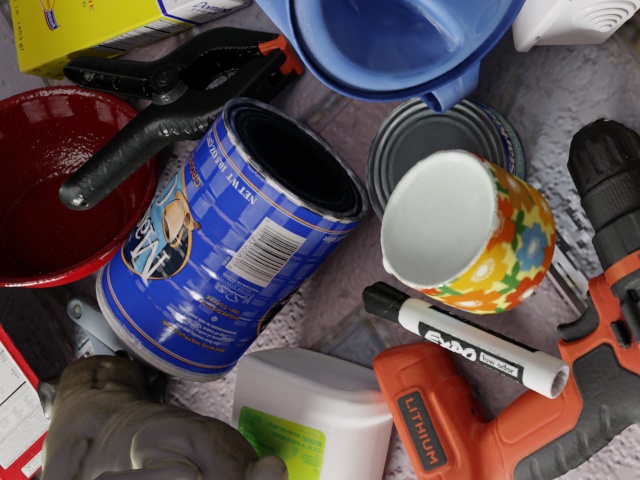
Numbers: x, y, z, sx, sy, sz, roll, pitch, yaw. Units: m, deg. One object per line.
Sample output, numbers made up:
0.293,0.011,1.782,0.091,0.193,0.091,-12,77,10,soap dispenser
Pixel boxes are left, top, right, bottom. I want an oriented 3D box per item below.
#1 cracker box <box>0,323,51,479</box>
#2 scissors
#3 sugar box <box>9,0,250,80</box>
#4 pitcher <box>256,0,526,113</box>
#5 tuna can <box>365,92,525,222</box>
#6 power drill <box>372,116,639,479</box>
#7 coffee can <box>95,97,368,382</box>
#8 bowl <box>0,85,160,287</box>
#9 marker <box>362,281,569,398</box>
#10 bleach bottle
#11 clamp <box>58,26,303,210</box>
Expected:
-0.275,0.064,0.726,0.164,0.213,0.072,31,64,29,cracker box
-0.168,0.070,0.765,0.202,0.016,0.096,17,100,32,scissors
-0.135,-0.178,0.719,0.177,0.048,0.093,-15,83,33,sugar box
-0.001,-0.177,0.561,0.243,0.144,0.149,52,132,45,pitcher
0.070,-0.038,0.597,0.086,0.033,0.086,1,92,33,tuna can
0.120,0.053,0.553,0.188,0.057,0.184,-32,68,30,power drill
-0.054,0.001,0.637,0.103,0.102,0.140,50,115,21,coffee can
-0.181,-0.026,0.720,0.162,0.055,0.162,-4,57,6,bowl
0.070,0.048,0.544,0.121,0.020,0.020,24,104,37,marker
-0.017,0.197,0.642,0.103,0.067,0.251,14,101,37,bleach bottle
-0.098,-0.098,0.684,0.171,0.039,0.120,-23,60,8,clamp
